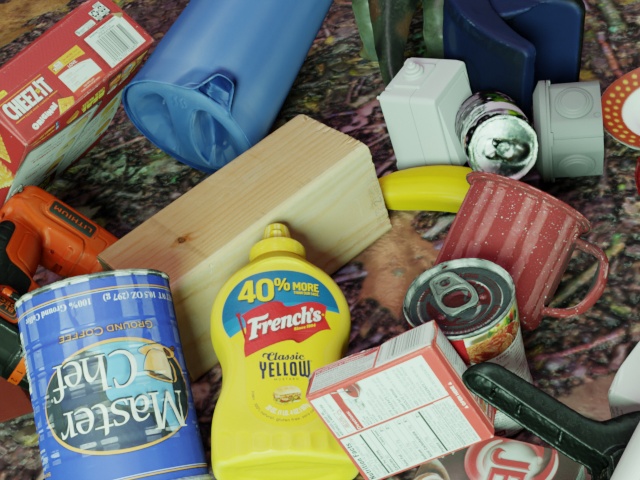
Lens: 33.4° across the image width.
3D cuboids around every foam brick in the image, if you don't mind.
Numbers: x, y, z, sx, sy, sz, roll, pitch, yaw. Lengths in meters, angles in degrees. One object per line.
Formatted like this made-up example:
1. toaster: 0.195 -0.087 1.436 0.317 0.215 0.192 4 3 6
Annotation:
1. foam brick: -0.255 0.098 0.839 0.053 0.051 0.078 -19 37 4

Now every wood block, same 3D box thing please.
1. wood block: -0.056 0.000 0.835 0.205 0.090 0.091 -37 41 -20

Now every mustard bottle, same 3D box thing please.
1. mustard bottle: -0.026 0.069 0.721 0.096 0.058 0.191 -1 53 -4

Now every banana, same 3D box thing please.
1. banana: 0.118 -0.027 0.831 0.069 0.037 0.198 -38 41 -24

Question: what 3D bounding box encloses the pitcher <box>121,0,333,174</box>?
1. pitcher: -0.076 -0.187 1.007 0.149 0.145 0.242 12 61 30

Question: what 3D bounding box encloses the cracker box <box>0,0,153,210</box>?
1. cracker box: -0.256 -0.110 0.981 0.164 0.072 0.214 -49 5 -32

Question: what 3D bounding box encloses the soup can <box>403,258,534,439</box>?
1. soup can: 0.096 0.071 0.668 0.068 0.102 0.068 -13 38 10

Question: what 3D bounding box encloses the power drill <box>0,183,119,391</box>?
1. power drill: -0.215 0.043 0.832 0.057 0.184 0.187 -50 13 23

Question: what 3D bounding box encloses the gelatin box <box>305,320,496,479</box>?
1. gelatin box: 0.047 0.096 0.626 0.089 0.073 0.030 -26 22 24

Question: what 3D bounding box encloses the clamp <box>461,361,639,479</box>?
1. clamp: 0.154 0.120 0.579 0.171 0.039 0.120 -2 69 -13

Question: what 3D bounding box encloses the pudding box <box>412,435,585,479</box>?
1. pudding box: 0.092 0.164 0.608 0.090 0.039 0.113 7 45 31

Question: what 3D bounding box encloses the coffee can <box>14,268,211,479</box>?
1. coffee can: -0.134 0.100 0.686 0.103 0.102 0.140 -15 76 7

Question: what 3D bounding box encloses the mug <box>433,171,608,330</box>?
1. mug: 0.135 0.014 0.722 0.117 0.093 0.081 23 83 24
